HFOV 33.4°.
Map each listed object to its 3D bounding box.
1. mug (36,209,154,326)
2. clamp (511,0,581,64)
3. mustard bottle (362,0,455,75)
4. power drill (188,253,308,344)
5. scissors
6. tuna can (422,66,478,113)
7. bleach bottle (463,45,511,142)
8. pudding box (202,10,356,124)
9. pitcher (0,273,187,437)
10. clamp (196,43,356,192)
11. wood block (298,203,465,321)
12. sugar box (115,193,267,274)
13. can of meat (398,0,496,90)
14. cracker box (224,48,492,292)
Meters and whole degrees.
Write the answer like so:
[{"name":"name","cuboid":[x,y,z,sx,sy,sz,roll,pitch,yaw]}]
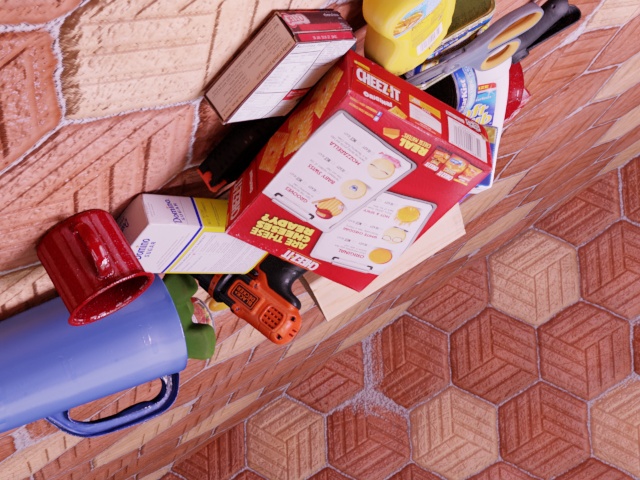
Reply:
[{"name":"mug","cuboid":[-0.219,0.020,1.022,0.093,0.081,0.117,-29,167,-17]},{"name":"clamp","cuboid":[0.233,-0.235,1.266,0.171,0.039,0.120,-35,166,12]},{"name":"mustard bottle","cuboid":[0.077,-0.212,0.909,0.096,0.058,0.191,-45,169,-6]},{"name":"power drill","cuboid":[-0.058,0.002,1.241,0.187,0.184,0.057,-53,161,-1]},{"name":"scissors","cuboid":[0.132,-0.170,1.052,0.201,0.016,0.096,-32,164,-6]},{"name":"tuna can","cuboid":[0.128,-0.171,1.144,0.033,0.086,0.086,-28,167,-28]},{"name":"bleach bottle","cuboid":[0.164,-0.172,1.233,0.102,0.068,0.251,1,155,6]},{"name":"pudding box","cuboid":[-0.035,-0.151,0.924,0.114,0.039,0.089,-44,163,34]},{"name":"pitcher","cuboid":[-0.273,0.132,1.163,0.242,0.149,0.145,-21,150,-22]},{"name":"clamp","cuboid":[-0.033,-0.123,1.040,0.210,0.036,0.164,-35,167,1]},{"name":"wood block","cuboid":[0.064,-0.006,1.315,0.206,0.091,0.090,-32,144,-5]},{"name":"sugar box","cuboid":[-0.132,-0.005,1.128,0.175,0.048,0.093,6,143,-39]},{"name":"can of meat","cuboid":[0.120,-0.206,1.056,0.102,0.057,0.084,-31,166,-10]},{"name":"cracker box","cuboid":[0.032,-0.059,1.017,0.164,0.072,0.214,25,132,-23]}]
